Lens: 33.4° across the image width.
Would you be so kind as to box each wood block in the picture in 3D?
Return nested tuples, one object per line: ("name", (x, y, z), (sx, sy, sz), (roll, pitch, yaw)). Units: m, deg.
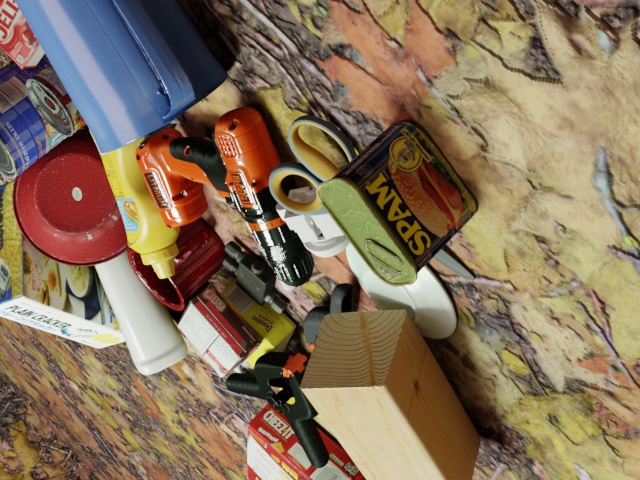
("wood block", (0.073, 0.168, 1.031), (0.090, 0.090, 0.206), (-6, 134, 30))

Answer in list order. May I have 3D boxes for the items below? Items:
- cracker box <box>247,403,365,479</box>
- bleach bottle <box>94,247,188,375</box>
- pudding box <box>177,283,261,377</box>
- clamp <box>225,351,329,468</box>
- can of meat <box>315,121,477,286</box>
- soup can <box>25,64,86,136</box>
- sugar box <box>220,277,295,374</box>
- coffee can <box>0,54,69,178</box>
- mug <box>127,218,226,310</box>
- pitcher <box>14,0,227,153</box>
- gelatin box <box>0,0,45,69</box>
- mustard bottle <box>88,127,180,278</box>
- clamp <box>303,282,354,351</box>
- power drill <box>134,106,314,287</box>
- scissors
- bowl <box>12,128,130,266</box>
("cracker box", (-0.022, 0.325, 1.483), (0.164, 0.072, 0.214), (38, 154, 19))
("bleach bottle", (-0.246, 0.035, 1.306), (0.251, 0.068, 0.103), (67, 168, -16))
("pudding box", (-0.120, 0.108, 1.251), (0.090, 0.039, 0.114), (49, 154, 4))
("clamp", (-0.050, 0.179, 1.263), (0.165, 0.036, 0.210), (36, 152, 18))
("can of meat", (0.061, -0.030, 0.826), (0.102, 0.083, 0.058), (53, 154, -12))
("soup can", (-0.234, -0.161, 1.071), (0.069, 0.102, 0.068), (36, 153, 22))
("sugar box", (-0.089, 0.117, 1.314), (0.093, 0.048, 0.176), (43, 153, 10))
("coffee can", (-0.313, -0.150, 1.166), (0.103, 0.140, 0.103), (36, 153, 22))
("mug", (-0.161, 0.018, 1.242), (0.093, 0.081, 0.117), (47, 155, 0))
("pitcher", (-0.191, -0.207, 0.915), (0.149, 0.144, 0.243), (-21, 110, 29))
("gelatin box", (-0.304, -0.234, 1.102), (0.073, 0.030, 0.089), (45, 111, 6))
("mustard bottle", (-0.195, -0.051, 1.156), (0.096, 0.058, 0.191), (4, 113, 65))
("clamp", (0.024, 0.090, 1.107), (0.120, 0.039, 0.172), (53, 151, -18))
("power drill", (-0.093, -0.044, 1.052), (0.188, 0.057, 0.184), (6, 123, 47))
("scissors", (0.034, -0.018, 0.919), (0.096, 0.016, 0.202), (-38, 94, 30))
("bowl", (-0.276, -0.051, 1.218), (0.162, 0.162, 0.055), (47, 176, 0))
